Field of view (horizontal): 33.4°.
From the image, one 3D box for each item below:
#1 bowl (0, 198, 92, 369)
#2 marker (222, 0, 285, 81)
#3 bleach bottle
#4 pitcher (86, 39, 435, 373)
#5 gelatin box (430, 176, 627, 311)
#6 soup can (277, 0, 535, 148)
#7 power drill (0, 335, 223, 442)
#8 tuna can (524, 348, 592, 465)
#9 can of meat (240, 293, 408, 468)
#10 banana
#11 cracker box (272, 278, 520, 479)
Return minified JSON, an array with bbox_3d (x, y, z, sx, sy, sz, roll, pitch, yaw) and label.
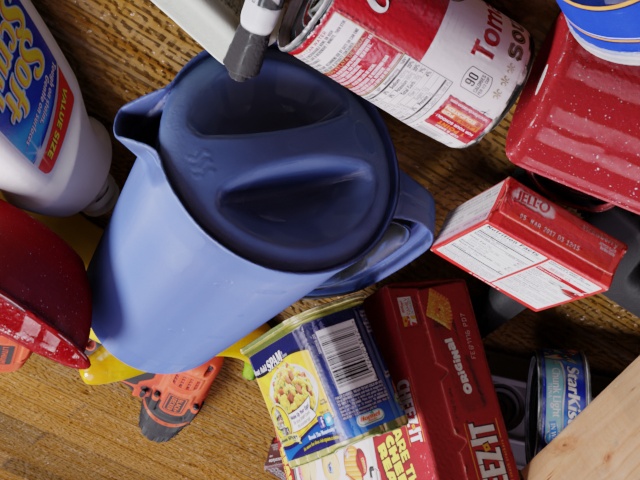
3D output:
[{"bbox_3d":[-0.196,0.014,0.644,0.162,0.055,0.162,26,160,10],"label":"bowl"},{"bbox_3d":[-0.019,-0.125,0.484,0.020,0.020,0.121,20,124,-6],"label":"marker"},{"bbox_3d":[-0.180,-0.093,0.588,0.068,0.102,0.250,7,155,25],"label":"bleach bottle"},{"bbox_3d":[-0.054,0.001,0.637,0.149,0.144,0.243,53,147,4],"label":"pitcher"},{"bbox_3d":[0.109,0.003,0.570,0.073,0.030,0.089,29,163,-6],"label":"gelatin box"},{"bbox_3d":[0.040,-0.095,0.500,0.102,0.068,0.069,28,146,-18],"label":"soup can"},{"bbox_3d":[-0.186,0.106,0.911,0.187,0.057,0.185,19,144,-10],"label":"power drill"},{"bbox_3d":[0.158,0.115,0.715,0.034,0.086,0.086,3,146,5],"label":"tuna can"},{"bbox_3d":[0.002,0.089,0.664,0.057,0.084,0.102,-16,169,-31],"label":"can of meat"},{"bbox_3d":[-0.088,0.079,0.785,0.037,0.070,0.197,36,-166,33],"label":"banana"},{"bbox_3d":[0.043,0.136,0.741,0.072,0.164,0.214,-5,162,-28],"label":"cracker box"}]
